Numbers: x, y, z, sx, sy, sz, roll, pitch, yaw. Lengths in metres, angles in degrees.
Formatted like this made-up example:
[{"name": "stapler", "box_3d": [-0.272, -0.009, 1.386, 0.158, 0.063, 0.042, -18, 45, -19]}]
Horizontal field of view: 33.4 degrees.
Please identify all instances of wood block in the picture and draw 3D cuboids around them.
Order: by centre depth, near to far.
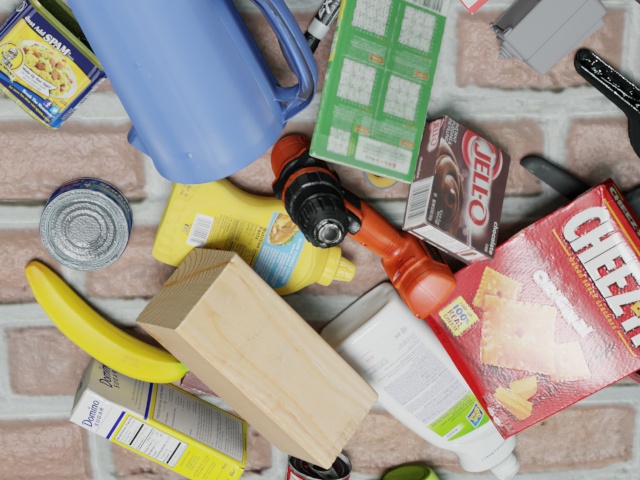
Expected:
[{"name": "wood block", "box_3d": [-0.055, 0.108, 0.981, 0.206, 0.091, 0.090, 47, 69, -25]}]

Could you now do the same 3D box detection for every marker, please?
[{"name": "marker", "box_3d": [0.012, -0.213, 0.966, 0.020, 0.020, 0.121, 31, 105, -14]}]

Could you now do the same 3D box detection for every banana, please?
[{"name": "banana", "box_3d": [-0.206, 0.089, 1.038, 0.198, 0.037, 0.070, 28, 119, 5]}]

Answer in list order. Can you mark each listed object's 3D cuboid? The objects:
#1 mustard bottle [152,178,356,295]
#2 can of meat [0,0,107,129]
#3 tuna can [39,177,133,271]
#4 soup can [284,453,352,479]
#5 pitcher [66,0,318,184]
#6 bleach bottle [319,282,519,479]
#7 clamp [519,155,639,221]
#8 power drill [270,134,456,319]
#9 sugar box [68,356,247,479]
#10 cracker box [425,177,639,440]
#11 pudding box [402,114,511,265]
[{"name": "mustard bottle", "box_3d": [-0.057, 0.001, 1.019, 0.191, 0.058, 0.096, 19, 109, -10]}, {"name": "can of meat", "box_3d": [-0.243, -0.160, 0.948, 0.084, 0.057, 0.102, -43, 107, 14]}, {"name": "tuna can", "box_3d": [-0.223, -0.014, 1.015, 0.086, 0.034, 0.086, -1, 110, -4]}, {"name": "soup can", "box_3d": [-0.009, 0.275, 1.119, 0.068, 0.068, 0.102, 8, 110, -7]}, {"name": "pitcher", "box_3d": [-0.117, -0.175, 0.868, 0.149, 0.145, 0.242, -40, 133, -15]}, {"name": "bleach bottle", "box_3d": [0.114, 0.161, 1.090, 0.102, 0.068, 0.250, -39, 110, 9]}, {"name": "clamp", "box_3d": [0.290, -0.017, 1.049, 0.210, 0.036, 0.164, -9, 111, 3]}, {"name": "power drill", "box_3d": [0.039, -0.008, 0.967, 0.057, 0.184, 0.187, -44, 117, 13]}, {"name": "sugar box", "box_3d": [-0.158, 0.180, 1.061, 0.176, 0.093, 0.048, 27, 106, -12]}, {"name": "cracker box", "box_3d": [0.221, 0.067, 1.005, 0.214, 0.072, 0.164, -34, 85, 23]}, {"name": "pudding box", "box_3d": [0.127, -0.046, 0.984, 0.089, 0.039, 0.113, 26, 67, -30]}]
